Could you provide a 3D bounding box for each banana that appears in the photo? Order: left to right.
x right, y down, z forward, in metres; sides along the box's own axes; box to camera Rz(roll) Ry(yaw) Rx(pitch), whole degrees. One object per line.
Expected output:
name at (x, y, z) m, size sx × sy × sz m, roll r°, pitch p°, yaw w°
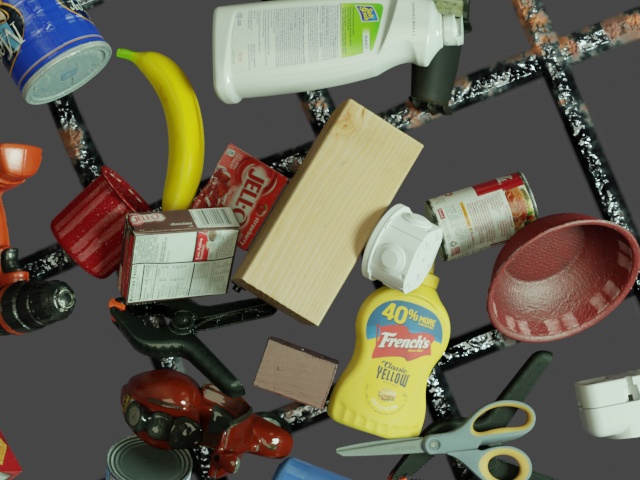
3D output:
banana at (-0.155, -0.117, 1.120) m, size 0.070 × 0.037 × 0.198 m, roll -17°, pitch 85°, yaw 18°

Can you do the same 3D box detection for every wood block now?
wood block at (0.004, -0.026, 1.067) m, size 0.090 × 0.090 × 0.206 m, roll 31°, pitch 82°, yaw -7°

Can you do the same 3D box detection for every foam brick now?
foam brick at (-0.024, 0.135, 1.091) m, size 0.078 × 0.053 × 0.051 m, roll 20°, pitch 87°, yaw 2°

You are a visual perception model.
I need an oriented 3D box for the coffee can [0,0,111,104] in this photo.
coffee can at (-0.295, -0.226, 1.094) m, size 0.103 × 0.103 × 0.140 m, roll -34°, pitch 86°, yaw -1°

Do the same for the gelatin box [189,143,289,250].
gelatin box at (-0.085, -0.045, 1.115) m, size 0.073 × 0.030 × 0.089 m, roll 31°, pitch 88°, yaw 3°

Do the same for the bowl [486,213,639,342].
bowl at (0.233, 0.027, 1.067) m, size 0.162 × 0.162 × 0.055 m, roll -20°, pitch 43°, yaw 0°

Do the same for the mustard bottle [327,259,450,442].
mustard bottle at (0.080, 0.103, 1.088) m, size 0.096 × 0.058 × 0.191 m, roll 19°, pitch 86°, yaw -5°

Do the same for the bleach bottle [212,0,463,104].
bleach bottle at (0.019, -0.197, 1.084) m, size 0.251 × 0.068 × 0.102 m, roll -2°, pitch 85°, yaw 10°

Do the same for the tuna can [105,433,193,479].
tuna can at (-0.173, 0.233, 1.071) m, size 0.086 × 0.086 × 0.034 m, roll 11°, pitch 117°, yaw 2°

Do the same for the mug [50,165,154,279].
mug at (-0.212, -0.008, 1.094) m, size 0.081 × 0.093 × 0.117 m, roll -42°, pitch 123°, yaw 3°

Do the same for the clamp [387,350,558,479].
clamp at (0.174, 0.226, 1.089) m, size 0.210 × 0.036 × 0.164 m, roll -24°, pitch 86°, yaw -4°

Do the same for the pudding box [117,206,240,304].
pudding box at (-0.142, 0.015, 1.066) m, size 0.113 × 0.039 × 0.090 m, roll -3°, pitch 129°, yaw -24°

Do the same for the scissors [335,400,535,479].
scissors at (0.124, 0.218, 1.056) m, size 0.201 × 0.016 × 0.096 m, roll -18°, pitch 87°, yaw -8°

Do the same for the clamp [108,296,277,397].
clamp at (-0.136, 0.099, 1.083) m, size 0.171 × 0.039 × 0.120 m, roll 5°, pitch 44°, yaw 5°

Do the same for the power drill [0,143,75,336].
power drill at (-0.311, 0.002, 1.064) m, size 0.185 × 0.057 × 0.187 m, roll -12°, pitch 79°, yaw 39°

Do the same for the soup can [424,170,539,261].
soup can at (0.164, -0.024, 1.090) m, size 0.102 × 0.068 × 0.068 m, roll -17°, pitch 86°, yaw 1°
